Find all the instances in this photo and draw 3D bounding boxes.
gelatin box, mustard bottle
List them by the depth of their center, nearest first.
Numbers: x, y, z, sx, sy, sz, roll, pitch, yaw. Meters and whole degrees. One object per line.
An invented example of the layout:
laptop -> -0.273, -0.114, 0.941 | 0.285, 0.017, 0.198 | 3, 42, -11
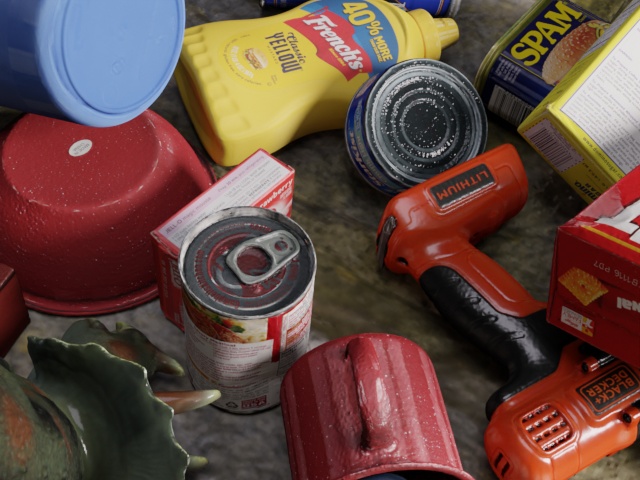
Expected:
gelatin box -> -0.054, 0.001, 0.607 | 0.030, 0.073, 0.089 | 36, 58, 20
mustard bottle -> 0.005, -0.117, 0.709 | 0.191, 0.058, 0.096 | -18, 61, -17

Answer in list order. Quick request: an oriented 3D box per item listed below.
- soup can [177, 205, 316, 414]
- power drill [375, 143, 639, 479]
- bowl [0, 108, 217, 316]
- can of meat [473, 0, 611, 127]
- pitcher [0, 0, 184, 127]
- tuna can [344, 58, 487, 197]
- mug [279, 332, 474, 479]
soup can -> -0.039, 0.039, 0.561 | 0.068, 0.102, 0.068 | 2, 53, -3
power drill -> 0.135, 0.031, 0.609 | 0.184, 0.057, 0.188 | -24, 58, -22
bowl -> -0.140, -0.036, 0.640 | 0.162, 0.055, 0.162 | 2, 53, -3
can of meat -> 0.164, -0.111, 0.719 | 0.084, 0.057, 0.102 | 35, 59, 17
pitcher -> -0.194, -0.144, 0.636 | 0.243, 0.145, 0.149 | 19, 54, 31
tuna can -> 0.060, -0.070, 0.667 | 0.086, 0.034, 0.086 | 2, 85, -18
mug -> 0.023, 0.093, 0.521 | 0.093, 0.117, 0.081 | -11, 50, -1
